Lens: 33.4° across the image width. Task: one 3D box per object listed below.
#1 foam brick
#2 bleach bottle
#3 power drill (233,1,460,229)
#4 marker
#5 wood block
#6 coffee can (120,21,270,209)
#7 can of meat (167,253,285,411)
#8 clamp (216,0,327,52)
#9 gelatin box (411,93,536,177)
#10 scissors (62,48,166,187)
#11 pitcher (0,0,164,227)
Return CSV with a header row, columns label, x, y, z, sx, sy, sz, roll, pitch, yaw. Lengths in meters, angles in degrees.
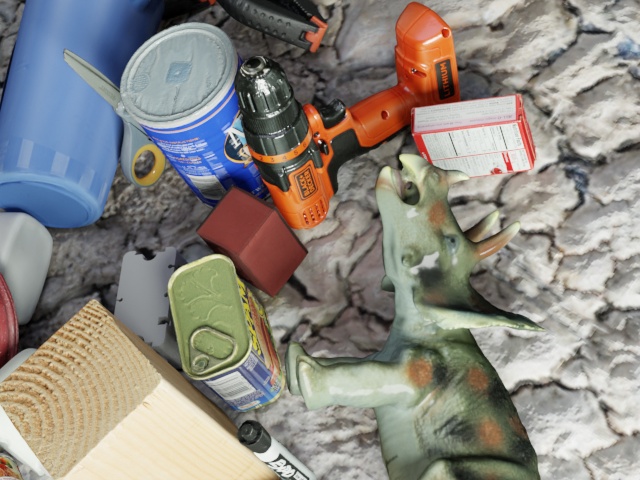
label,x,y,z,sx,sy,sz,roll,pitch,yaw
foam brick,-0.056,0.001,0.881,0.053,0.078,0.051,27,74,34
bleach bottle,-0.377,0.024,1.003,0.251,0.068,0.102,0,62,24
power drill,0.022,-0.113,0.865,0.187,0.184,0.057,-34,55,-12
marker,-0.030,0.154,0.755,0.020,0.121,0.020,-9,58,16
wood block,-0.120,0.139,0.747,0.091,0.206,0.090,-44,56,-7
coffee can,-0.094,-0.103,0.917,0.103,0.140,0.103,-10,59,16
can of meat,-0.072,0.076,0.840,0.057,0.084,0.102,-22,56,8
clamp,-0.087,-0.245,1.015,0.210,0.036,0.164,41,37,21
gelatin box,0.125,-0.082,0.861,0.089,0.073,0.030,-6,60,18
scissors,-0.174,-0.098,0.924,0.016,0.201,0.096,34,101,27
pitcher,-0.242,-0.138,1.011,0.145,0.149,0.243,12,66,-6
